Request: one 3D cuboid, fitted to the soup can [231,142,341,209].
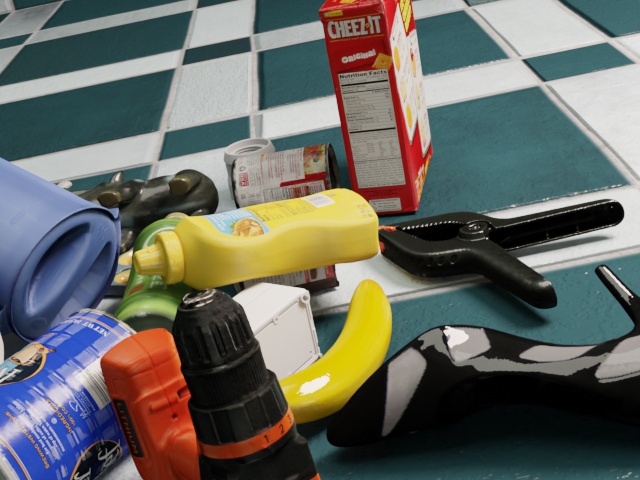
[{"bbox_3d":[-0.034,-0.059,1.100,0.102,0.068,0.068,-8,24,10],"label":"soup can"}]

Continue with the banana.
[{"bbox_3d":[0.009,0.083,0.772,0.070,0.037,0.197,40,39,15],"label":"banana"}]

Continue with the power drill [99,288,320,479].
[{"bbox_3d":[-0.070,0.105,0.625,0.057,0.184,0.188,-23,16,-24],"label":"power drill"}]

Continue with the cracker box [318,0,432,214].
[{"bbox_3d":[0.060,-0.154,1.084,0.072,0.214,0.164,-5,24,15],"label":"cracker box"}]

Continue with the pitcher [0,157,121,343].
[{"bbox_3d":[-0.313,-0.012,0.949,0.243,0.145,0.149,27,7,23],"label":"pitcher"}]

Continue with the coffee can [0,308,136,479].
[{"bbox_3d":[-0.185,0.123,0.714,0.103,0.103,0.140,5,28,34],"label":"coffee can"}]

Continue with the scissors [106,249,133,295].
[{"bbox_3d":[-0.225,0.040,1.029,0.202,0.016,0.096,-10,25,2],"label":"scissors"}]

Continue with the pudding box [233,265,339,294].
[{"bbox_3d":[-0.039,0.016,0.966,0.090,0.039,0.113,-14,24,-8],"label":"pudding box"}]

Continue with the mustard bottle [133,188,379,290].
[{"bbox_3d":[-0.056,0.002,0.859,0.191,0.058,0.096,-10,20,-22],"label":"mustard bottle"}]

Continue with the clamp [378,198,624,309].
[{"bbox_3d":[0.135,0.008,0.903,0.210,0.036,0.164,0,25,30],"label":"clamp"}]
